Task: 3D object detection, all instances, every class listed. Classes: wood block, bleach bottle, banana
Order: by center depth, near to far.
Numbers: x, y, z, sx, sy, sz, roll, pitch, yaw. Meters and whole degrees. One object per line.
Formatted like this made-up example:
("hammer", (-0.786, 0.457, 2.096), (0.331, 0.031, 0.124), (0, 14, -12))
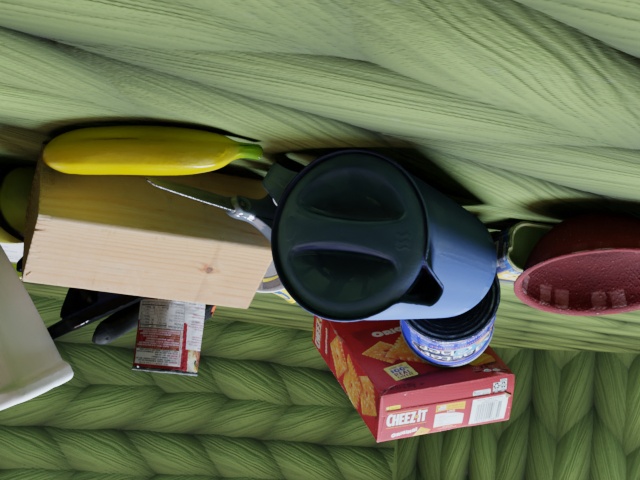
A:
("banana", (-0.148, -0.067, 0.836), (0.198, 0.037, 0.069), (3, 170, 21))
("wood block", (-0.154, -0.010, 0.953), (0.205, 0.090, 0.091), (9, 136, -20))
("bleach bottle", (-0.324, 0.032, 0.994), (0.103, 0.251, 0.067), (-22, -178, 39))

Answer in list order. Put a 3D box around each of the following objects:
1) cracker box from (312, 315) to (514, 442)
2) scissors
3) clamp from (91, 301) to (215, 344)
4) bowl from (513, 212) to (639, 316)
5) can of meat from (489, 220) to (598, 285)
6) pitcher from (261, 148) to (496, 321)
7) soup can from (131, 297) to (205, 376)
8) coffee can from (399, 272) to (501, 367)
("cracker box", (0.102, 0.133, 1.236), (0.164, 0.072, 0.214), (-6, -151, -19))
("scissors", (-0.056, -0.011, 0.895), (0.016, 0.096, 0.201), (-39, 159, 31))
("clamp", (-0.210, 0.063, 1.214), (0.209, 0.036, 0.165), (1, -152, -48))
("bowl", (0.260, 0.018, 0.997), (0.162, 0.055, 0.162), (1, 155, 0))
("can of meat", (0.225, 0.016, 1.100), (0.102, 0.057, 0.084), (7, 171, -9))
("pitcher", (0.061, 0.001, 0.919), (0.145, 0.149, 0.242), (-14, 168, 23))
("soup can", (-0.156, 0.086, 1.106), (0.068, 0.102, 0.068), (5, 172, 1))
("coffee can", (0.131, 0.069, 1.099), (0.103, 0.103, 0.140), (5, 164, 8))
